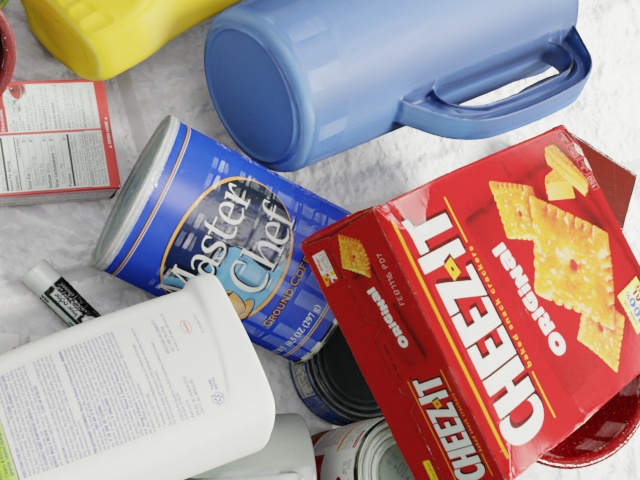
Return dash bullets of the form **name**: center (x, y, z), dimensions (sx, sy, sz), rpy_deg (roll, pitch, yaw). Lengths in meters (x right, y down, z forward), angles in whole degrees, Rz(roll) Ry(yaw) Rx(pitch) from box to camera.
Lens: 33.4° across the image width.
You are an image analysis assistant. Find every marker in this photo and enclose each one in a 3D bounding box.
- **marker**: center (-0.132, 0.060, 0.649), dimensions (0.121, 0.020, 0.020), rpy_deg (46, 62, -6)

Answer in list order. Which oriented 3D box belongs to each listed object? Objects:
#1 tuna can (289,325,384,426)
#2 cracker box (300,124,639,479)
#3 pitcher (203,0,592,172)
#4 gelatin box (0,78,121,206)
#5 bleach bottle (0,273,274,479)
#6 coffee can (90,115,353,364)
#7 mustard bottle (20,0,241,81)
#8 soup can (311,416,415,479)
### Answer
- **tuna can**: center (0.023, 0.079, 0.704), dimensions (0.086, 0.034, 0.086), rpy_deg (7, 72, -22)
- **cracker box**: center (0.111, 0.033, 0.642), dimensions (0.213, 0.072, 0.164), rpy_deg (-24, 86, -45)
- **pitcher**: center (0.054, -0.129, 0.706), dimensions (0.242, 0.149, 0.145), rpy_deg (-28, 108, -31)
- **gelatin box**: center (-0.174, -0.060, 0.659), dimensions (0.089, 0.030, 0.073), rpy_deg (-7, 79, -26)
- **bleach bottle**: center (-0.155, 0.097, 0.536), dimensions (0.250, 0.068, 0.103), rpy_deg (-15, 57, -23)
- **coffee can**: center (-0.054, 0.001, 0.653), dimensions (0.140, 0.103, 0.102), rpy_deg (27, 66, -15)
- **mustard bottle**: center (-0.091, -0.176, 0.688), dimensions (0.191, 0.058, 0.096), rpy_deg (-35, 47, -23)
- **soup can**: center (0.030, 0.144, 0.649), dimensions (0.068, 0.102, 0.068), rpy_deg (7, 72, -23)
